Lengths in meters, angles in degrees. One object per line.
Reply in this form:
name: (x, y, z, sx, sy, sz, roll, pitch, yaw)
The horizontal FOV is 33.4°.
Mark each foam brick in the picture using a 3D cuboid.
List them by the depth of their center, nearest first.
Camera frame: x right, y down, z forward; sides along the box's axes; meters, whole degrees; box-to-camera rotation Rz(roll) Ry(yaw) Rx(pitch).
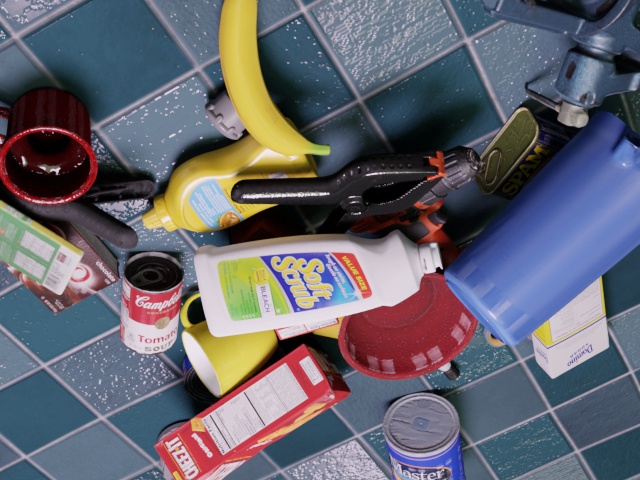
foam brick: (-0.058, 0.001, 1.197, 0.078, 0.051, 0.053, 31, 118, -33)

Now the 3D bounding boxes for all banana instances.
banana: (-0.060, -0.158, 1.039, 0.069, 0.037, 0.198, -29, 112, -9)

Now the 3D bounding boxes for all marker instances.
marker: (0.148, 0.148, 1.389, 0.020, 0.020, 0.121, -32, 129, 15)

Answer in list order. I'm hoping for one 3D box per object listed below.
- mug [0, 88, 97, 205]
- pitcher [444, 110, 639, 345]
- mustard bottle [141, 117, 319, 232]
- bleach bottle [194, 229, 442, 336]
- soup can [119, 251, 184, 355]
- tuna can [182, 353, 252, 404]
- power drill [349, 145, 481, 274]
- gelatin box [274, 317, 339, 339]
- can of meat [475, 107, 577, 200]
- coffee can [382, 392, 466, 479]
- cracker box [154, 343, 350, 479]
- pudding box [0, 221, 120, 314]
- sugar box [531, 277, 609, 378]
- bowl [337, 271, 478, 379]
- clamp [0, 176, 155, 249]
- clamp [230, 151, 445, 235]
mug: (-0.277, -0.099, 1.044, 0.117, 0.081, 0.093, 17, 124, -25)
pitcher: (0.251, -0.004, 1.111, 0.243, 0.145, 0.149, -43, 115, 0)
mustard bottle: (-0.101, -0.057, 1.133, 0.192, 0.058, 0.096, -23, 143, 8)
bleach bottle: (0.000, 0.032, 1.119, 0.251, 0.068, 0.102, -12, 91, 10)
soup can: (-0.194, 0.073, 1.219, 0.068, 0.068, 0.102, 1, 130, -13)
tuna can: (-0.129, 0.164, 1.333, 0.086, 0.034, 0.086, -6, 131, -7)
power drill: (0.141, -0.020, 1.181, 0.185, 0.057, 0.187, -23, 129, 40)
gelatin box: (-0.027, 0.065, 1.196, 0.073, 0.030, 0.089, -17, 126, 13)
can of meat: (0.235, -0.087, 1.182, 0.083, 0.057, 0.102, 17, 125, -28)
coffee can: (0.143, 0.291, 1.455, 0.103, 0.103, 0.140, -13, 132, -1)
cracker box: (-0.075, 0.214, 1.288, 0.214, 0.072, 0.164, -35, 167, 2)
pudding box: (-0.288, 0.018, 1.171, 0.090, 0.039, 0.113, -27, 130, 11)
sugar box: (0.310, 0.087, 1.344, 0.093, 0.048, 0.176, -27, 135, -10)
bowl: (0.094, 0.083, 1.207, 0.162, 0.055, 0.162, -6, 129, -8)
clamp: (-0.253, -0.047, 1.099, 0.171, 0.120, 0.039, 18, 116, 1)
clamp: (0.035, -0.042, 1.101, 0.210, 0.036, 0.164, -15, 151, 21)
